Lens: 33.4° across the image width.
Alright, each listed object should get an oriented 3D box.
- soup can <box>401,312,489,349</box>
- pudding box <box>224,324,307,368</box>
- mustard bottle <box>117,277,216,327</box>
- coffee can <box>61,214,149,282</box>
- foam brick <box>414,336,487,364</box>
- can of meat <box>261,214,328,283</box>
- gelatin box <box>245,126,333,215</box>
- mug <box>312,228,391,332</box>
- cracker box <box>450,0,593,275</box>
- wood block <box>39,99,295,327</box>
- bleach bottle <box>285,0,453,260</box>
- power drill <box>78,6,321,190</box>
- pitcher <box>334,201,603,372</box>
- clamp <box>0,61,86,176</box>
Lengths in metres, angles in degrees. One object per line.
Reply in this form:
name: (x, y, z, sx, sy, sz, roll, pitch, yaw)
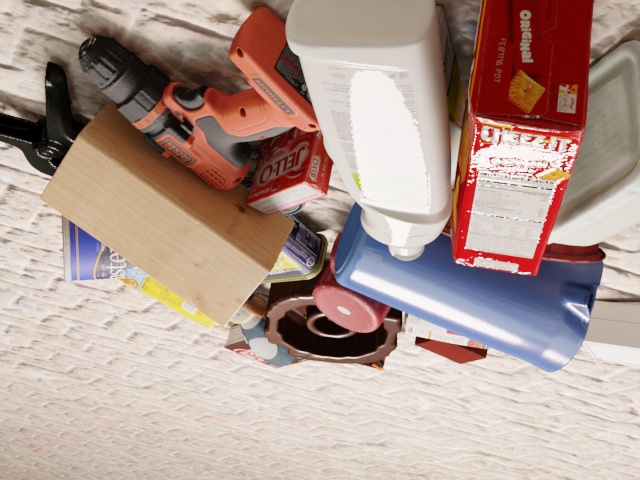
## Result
soup can: (0.149, 0.083, 1.227, 0.102, 0.068, 0.068, 10, 156, 6)
pudding box: (-0.071, 0.145, 1.511, 0.090, 0.039, 0.114, 24, 154, -24)
mustard bottle: (-0.188, 0.024, 1.192, 0.191, 0.058, 0.096, 29, 145, -7)
coffee can: (-0.193, -0.012, 1.093, 0.140, 0.103, 0.103, -3, 159, -13)
foam brick: (0.162, 0.113, 1.305, 0.078, 0.053, 0.051, 26, 153, -27)
can of meat: (-0.058, 0.001, 1.162, 0.102, 0.057, 0.083, -7, 148, 36)
gelatin box: (-0.025, -0.069, 0.966, 0.030, 0.073, 0.089, 28, 152, -32)
mug: (0.040, 0.037, 1.137, 0.093, 0.081, 0.117, 12, 145, 32)
cracker box: (0.133, -0.094, 0.719, 0.072, 0.164, 0.214, 7, 156, 7)
wood block: (-0.139, -0.028, 0.990, 0.206, 0.090, 0.090, 36, 123, -7)
bleach bottle: (0.046, -0.073, 0.795, 0.103, 0.068, 0.251, 5, 143, 15)
power drill: (-0.090, -0.126, 0.883, 0.184, 0.057, 0.188, 39, 146, -28)
pitcher: (0.139, 0.032, 1.056, 0.242, 0.145, 0.149, 20, 125, -8)
clamp: (-0.278, -0.103, 1.055, 0.165, 0.036, 0.210, -5, 155, 19)
